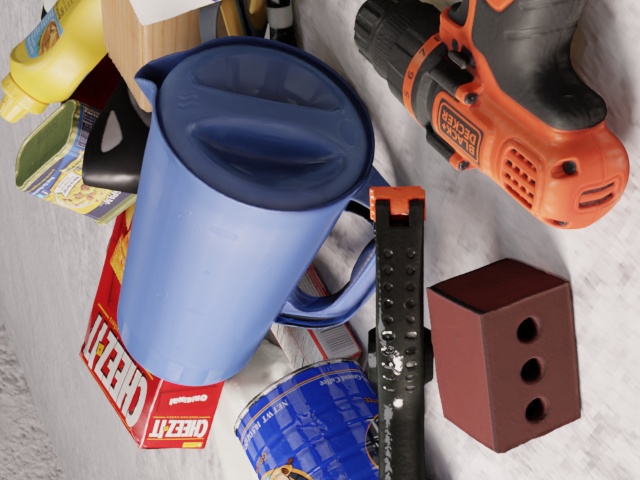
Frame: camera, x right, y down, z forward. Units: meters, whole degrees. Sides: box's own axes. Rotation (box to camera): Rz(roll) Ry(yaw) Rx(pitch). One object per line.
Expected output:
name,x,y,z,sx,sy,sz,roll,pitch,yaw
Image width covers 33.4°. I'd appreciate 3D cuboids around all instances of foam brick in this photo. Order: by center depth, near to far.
foam brick,0.091,0.057,0.533,0.051,0.052,0.078,28,132,60

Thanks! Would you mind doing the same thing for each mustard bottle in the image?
mustard bottle,-0.194,-0.169,0.856,0.058,0.192,0.096,36,-164,-32

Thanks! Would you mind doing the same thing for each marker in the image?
marker,-0.029,-0.169,0.681,0.020,0.020,0.121,38,140,54

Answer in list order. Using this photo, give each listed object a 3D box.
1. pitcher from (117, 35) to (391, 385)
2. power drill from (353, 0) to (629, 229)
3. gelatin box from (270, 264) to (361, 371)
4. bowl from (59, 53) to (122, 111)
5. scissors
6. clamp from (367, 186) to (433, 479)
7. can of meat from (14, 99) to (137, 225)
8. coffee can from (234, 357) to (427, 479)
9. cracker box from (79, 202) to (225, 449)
pitcher,-0.055,0.001,0.700,0.149,0.144,0.243,67,151,29
power drill,0.070,-0.121,0.448,0.185,0.057,0.188,48,150,44
gelatin box,-0.006,0.071,0.797,0.089,0.030,0.073,59,156,29
bowl,-0.187,-0.112,0.982,0.162,0.055,0.162,14,-91,-84
scissors,-0.043,-0.121,0.737,0.201,0.016,0.096,64,-138,-65
clamp,0.046,0.065,0.603,0.164,0.036,0.210,-78,-14,-70
can of meat,-0.193,-0.064,0.883,0.102,0.083,0.057,-31,49,39
coffee can,0.016,0.166,0.723,0.140,0.102,0.103,59,154,29
cracker box,-0.132,0.046,0.918,0.164,0.072,0.214,40,117,51
